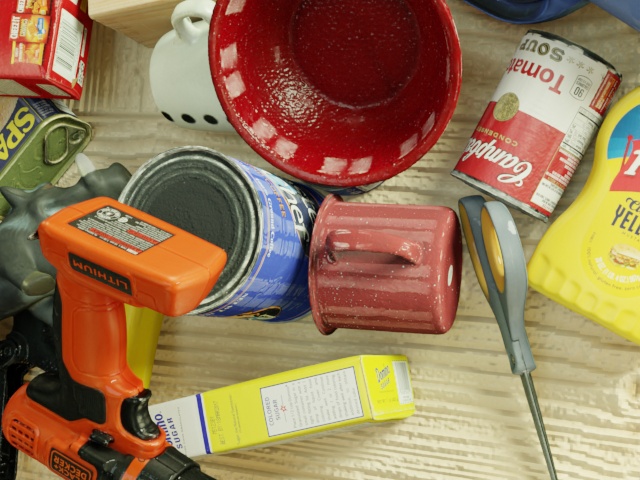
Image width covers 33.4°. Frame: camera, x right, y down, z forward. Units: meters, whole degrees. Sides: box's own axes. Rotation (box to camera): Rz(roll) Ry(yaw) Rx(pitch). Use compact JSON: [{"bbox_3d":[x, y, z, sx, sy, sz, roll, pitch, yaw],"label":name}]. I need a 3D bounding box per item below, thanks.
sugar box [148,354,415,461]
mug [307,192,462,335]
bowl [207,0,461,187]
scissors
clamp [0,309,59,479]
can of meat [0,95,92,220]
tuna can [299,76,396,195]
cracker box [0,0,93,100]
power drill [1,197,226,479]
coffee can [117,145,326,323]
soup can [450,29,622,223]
[{"bbox_3d":[-0.034,0.113,0.701,0.176,0.093,0.048,-13,79,20],"label":"sugar box"},{"bbox_3d":[0.041,0.014,0.671,0.082,0.117,0.093,3,73,18],"label":"mug"},{"bbox_3d":[0.013,-0.117,0.668,0.162,0.055,0.162,8,117,16],"label":"bowl"},{"bbox_3d":[0.123,0.061,0.649,0.016,0.096,0.202,-16,74,-5],"label":"scissors"},{"bbox_3d":[-0.219,0.087,0.810,0.120,0.039,0.171,-24,72,4],"label":"clamp"},{"bbox_3d":[-0.241,-0.080,0.827,0.102,0.057,0.084,-49,67,10],"label":"can of meat"},{"bbox_3d":[0.016,-0.074,0.732,0.086,0.033,0.086,-3,83,22],"label":"tuna can"},{"bbox_3d":[-0.272,-0.192,0.785,0.214,0.072,0.164,5,82,12],"label":"cracker box"},{"bbox_3d":[-0.105,0.082,0.616,0.185,0.057,0.188,23,119,21],"label":"power drill"},{"bbox_3d":[-0.055,0.001,0.695,0.103,0.140,0.103,-3,83,22],"label":"coffee can"},{"bbox_3d":[0.134,-0.071,0.664,0.069,0.068,0.102,30,95,22],"label":"soup can"}]
